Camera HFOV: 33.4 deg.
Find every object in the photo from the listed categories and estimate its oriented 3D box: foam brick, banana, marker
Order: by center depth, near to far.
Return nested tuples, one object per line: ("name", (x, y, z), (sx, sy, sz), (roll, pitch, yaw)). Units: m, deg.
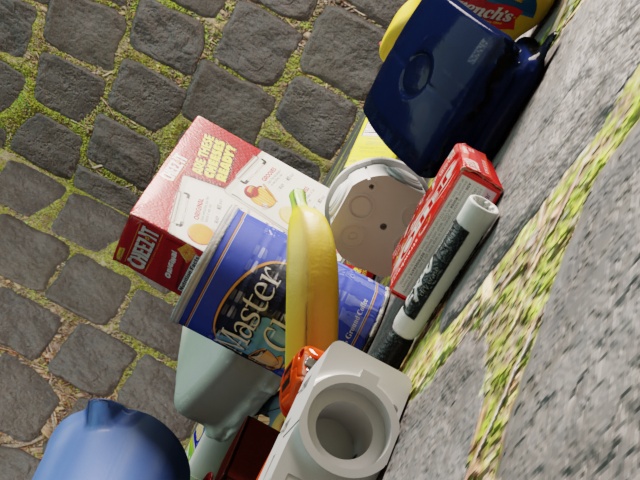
("marker", (0.063, 0.028, 0.609), (0.121, 0.020, 0.020), (-60, 4, 25))
("banana", (-0.006, 0.063, 0.742), (0.069, 0.037, 0.198), (-91, 2, -86))
("foam brick", (-0.053, 0.186, 0.828), (0.053, 0.051, 0.078), (-61, 3, 28))

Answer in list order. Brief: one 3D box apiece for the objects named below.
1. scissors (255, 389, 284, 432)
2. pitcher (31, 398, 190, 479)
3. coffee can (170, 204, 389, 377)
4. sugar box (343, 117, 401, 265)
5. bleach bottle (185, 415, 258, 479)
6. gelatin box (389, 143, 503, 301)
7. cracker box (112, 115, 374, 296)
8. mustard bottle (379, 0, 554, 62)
("scissors", (-0.046, 0.161, 0.943), (0.202, 0.016, 0.096), (-42, 24, 49))
("pitcher", (-0.190, 0.257, 0.861), (0.145, 0.149, 0.242), (-44, 12, 19))
("coffee can", (-0.031, 0.049, 0.830), (0.103, 0.140, 0.103), (-62, 3, 5))
("sugar box", (0.055, -0.059, 0.935), (0.176, 0.048, 0.093), (-71, -18, -61))
("bleach bottle", (-0.093, 0.183, 1.122), (0.102, 0.068, 0.251), (-85, 17, -67))
("gelatin box", (0.074, -0.010, 0.649), (0.089, 0.030, 0.073), (-61, 4, 17))
("cracker box", (-0.056, 0.001, 0.967), (0.072, 0.213, 0.164), (-59, 4, 40))
("mustard bottle", (0.121, -0.185, 0.788), (0.058, 0.096, 0.192), (-64, 4, -37))
